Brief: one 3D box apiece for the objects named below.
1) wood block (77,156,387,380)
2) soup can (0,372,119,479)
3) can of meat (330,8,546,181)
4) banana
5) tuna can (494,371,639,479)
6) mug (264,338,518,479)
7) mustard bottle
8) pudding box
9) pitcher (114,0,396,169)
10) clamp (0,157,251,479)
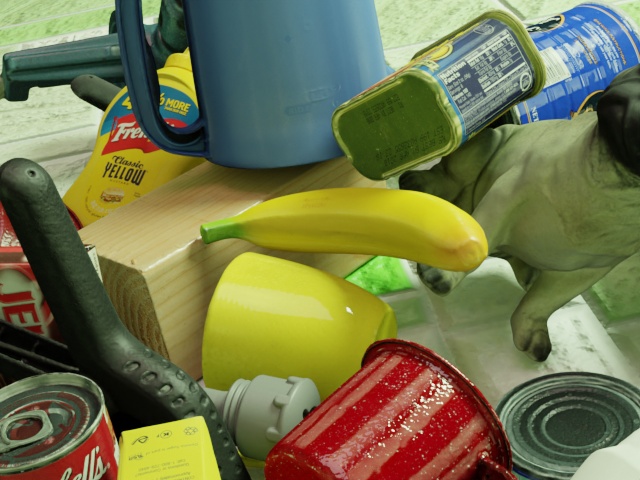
[{"bbox_3d":[-0.055,0.000,0.715,0.091,0.090,0.205,18,40,43],"label":"wood block"},{"bbox_3d":[-0.123,0.123,0.503,0.068,0.102,0.068,-8,29,4],"label":"soup can"},{"bbox_3d":[0.067,-0.082,0.625,0.083,0.057,0.102,-37,9,-34],"label":"can of meat"},{"bbox_3d":[0.022,-0.004,0.587,0.198,0.037,0.069,2,28,44],"label":"banana"},{"bbox_3d":[0.127,0.102,0.527,0.086,0.034,0.086,-8,29,4],"label":"tuna can"},{"bbox_3d":[0.037,0.109,0.490,0.117,0.093,0.081,21,46,40],"label":"mug"},{"bbox_3d":[-0.124,-0.067,0.799,0.096,0.058,0.191,13,68,21],"label":"mustard bottle"},{"bbox_3d":[-0.168,0.059,0.623,0.090,0.113,0.039,-1,22,18],"label":"pudding box"},{"bbox_3d":[-0.041,-0.171,0.671,0.145,0.243,0.149,3,24,31],"label":"pitcher"},{"bbox_3d":[-0.116,0.074,0.546,0.165,0.210,0.036,-36,5,48],"label":"clamp"}]
